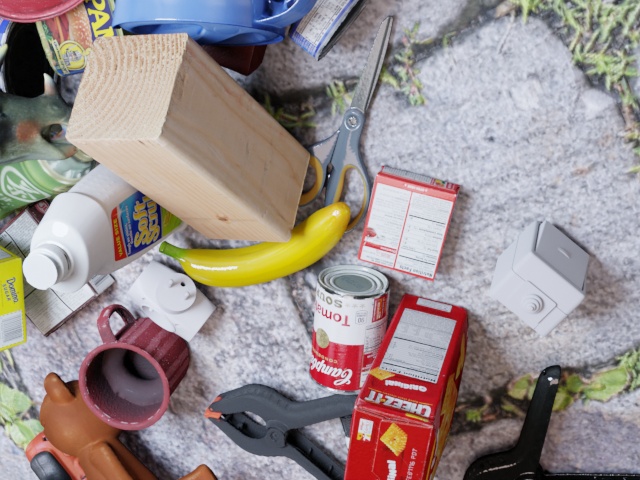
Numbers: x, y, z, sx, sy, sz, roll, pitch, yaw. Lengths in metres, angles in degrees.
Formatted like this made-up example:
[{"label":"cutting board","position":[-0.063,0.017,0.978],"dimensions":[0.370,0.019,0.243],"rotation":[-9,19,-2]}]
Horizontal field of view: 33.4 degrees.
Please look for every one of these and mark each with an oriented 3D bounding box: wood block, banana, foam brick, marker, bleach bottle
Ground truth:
[{"label":"wood block","position":[-0.100,-0.077,0.871],"dimensions":[0.091,0.205,0.090],"rotation":[3,70,28]},{"label":"banana","position":[-0.052,0.011,0.985],"dimensions":[0.198,0.037,0.069],"rotation":[-13,146,23]},{"label":"foam brick","position":[-0.085,-0.183,0.920],"dimensions":[0.078,0.051,0.053],"rotation":[21,114,6]},{"label":"marker","position":[0.039,0.221,1.067],"dimensions":[0.020,0.020,0.121],"rotation":[-7,109,18]},{"label":"bleach bottle","position":[-0.178,-0.015,0.903],"dimensions":[0.068,0.250,0.103],"rotation":[14,114,10]}]

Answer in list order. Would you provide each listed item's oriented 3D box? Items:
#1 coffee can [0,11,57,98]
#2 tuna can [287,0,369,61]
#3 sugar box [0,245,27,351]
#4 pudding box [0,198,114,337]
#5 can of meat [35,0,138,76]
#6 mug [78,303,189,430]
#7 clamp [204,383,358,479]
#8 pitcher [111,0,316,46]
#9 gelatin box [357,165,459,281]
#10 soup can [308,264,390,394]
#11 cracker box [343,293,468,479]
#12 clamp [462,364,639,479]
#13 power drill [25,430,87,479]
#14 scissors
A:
[{"label":"coffee can","position":[-0.325,-0.164,0.966],"dimensions":[0.140,0.102,0.103],"rotation":[6,113,13]},{"label":"tuna can","position":[0.011,-0.190,0.872],"dimensions":[0.034,0.086,0.086],"rotation":[39,116,-1]},{"label":"sugar box","position":[-0.351,0.034,1.043],"dimensions":[0.176,0.048,0.093],"rotation":[26,122,42]},{"label":"pudding box","position":[-0.276,0.028,1.067],"dimensions":[0.090,0.039,0.113],"rotation":[-36,96,28]},{"label":"can of meat","position":[-0.203,-0.200,0.944],"dimensions":[0.084,0.057,0.102],"rotation":[-6,109,21]},{"label":"mug","position":[-0.184,0.116,1.051],"dimensions":[0.093,0.081,0.117],"rotation":[-22,103,20]},{"label":"clamp","position":[-0.031,0.177,1.050],"dimensions":[0.171,0.039,0.120],"rotation":[20,114,13]},{"label":"pitcher","position":[-0.079,-0.272,0.812],"dimensions":[0.149,0.145,0.243],"rotation":[2,94,-12]},{"label":"gelatin box","position":[0.078,-0.015,0.955],"dimensions":[0.073,0.030,0.089],"rotation":[15,115,8]},{"label":"soup can","position":[0.026,0.082,0.987],"dimensions":[0.068,0.068,0.102],"rotation":[10,114,11]},{"label":"cracker box","position":[0.073,0.167,0.927],"dimensions":[0.072,0.213,0.164],"rotation":[12,114,11]},{"label":"clamp","position":[0.198,0.218,1.012],"dimensions":[0.210,0.036,0.164],"rotation":[-34,100,25]},{"label":"power drill","position":[-0.255,0.296,1.089],"dimensions":[0.057,0.187,0.184],"rotation":[-37,96,9]},{"label":"scissors","position":[0.011,-0.102,0.946],"dimensions":[0.096,0.016,0.202],"rotation":[8,113,12]}]
